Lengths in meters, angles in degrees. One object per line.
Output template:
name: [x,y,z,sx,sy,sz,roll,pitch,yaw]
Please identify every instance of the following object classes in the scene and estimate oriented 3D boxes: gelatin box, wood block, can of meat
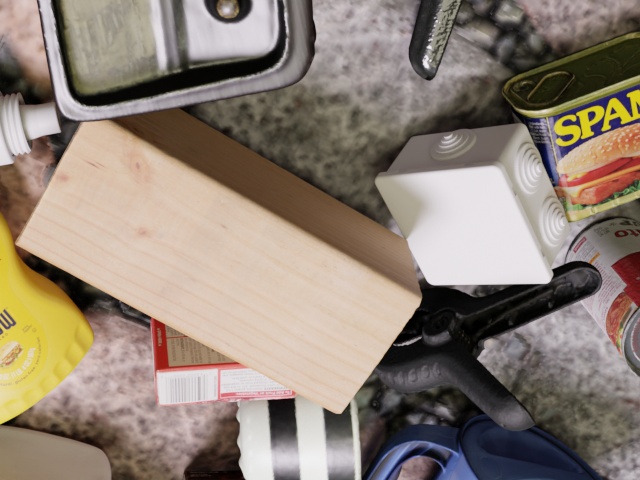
gelatin box: [-0.062,0.071,0.678,0.089,0.073,0.030,-3,118,-10]
wood block: [-0.054,0.001,0.615,0.206,0.091,0.090,29,109,-13]
can of meat: [0.172,-0.069,0.658,0.102,0.057,0.084,-21,121,0]

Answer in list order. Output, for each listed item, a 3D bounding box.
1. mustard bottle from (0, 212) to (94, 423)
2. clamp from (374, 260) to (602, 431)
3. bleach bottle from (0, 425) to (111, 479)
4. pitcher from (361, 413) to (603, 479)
mustard bottle: [-0.217,0.020,0.611,0.096,0.058,0.191,-38,129,-11]
clamp: [0.093,0.055,0.671,0.120,0.172,0.039,-45,120,-26]
bleach bottle: [-0.229,0.249,0.747,0.102,0.068,0.251,17,115,-13]
pitcher: [0.092,0.250,0.776,0.144,0.149,0.243,6,123,-44]
